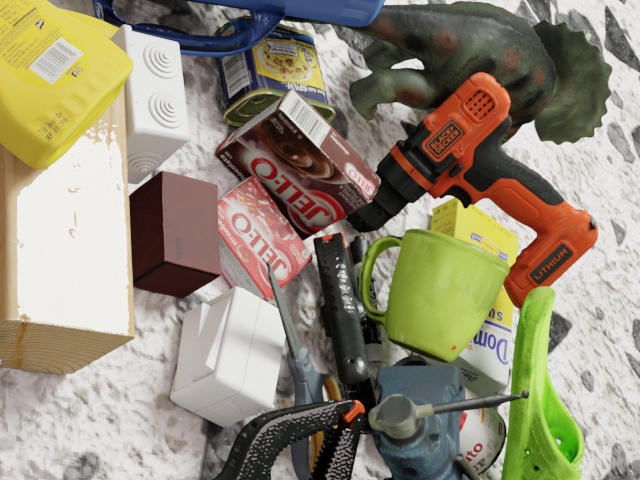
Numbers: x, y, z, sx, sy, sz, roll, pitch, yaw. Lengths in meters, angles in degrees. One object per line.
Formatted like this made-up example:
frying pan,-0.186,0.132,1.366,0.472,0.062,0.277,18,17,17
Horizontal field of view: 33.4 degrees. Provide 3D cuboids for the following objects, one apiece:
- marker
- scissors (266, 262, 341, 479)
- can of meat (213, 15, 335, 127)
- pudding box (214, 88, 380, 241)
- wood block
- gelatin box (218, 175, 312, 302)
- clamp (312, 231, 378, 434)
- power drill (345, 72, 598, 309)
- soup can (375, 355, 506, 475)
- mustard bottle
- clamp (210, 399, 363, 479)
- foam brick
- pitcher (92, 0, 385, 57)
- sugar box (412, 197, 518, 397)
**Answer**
marker,0.041,0.052,0.950,0.020,0.020,0.121,15,59,-39
scissors,-0.018,0.110,0.789,0.201,0.016,0.096,63,33,-51
can of meat,-0.043,-0.145,0.945,0.101,0.058,0.084,8,61,-42
pudding box,-0.019,-0.061,0.899,0.113,0.090,0.039,47,42,-15
wood block,-0.188,-0.025,0.715,0.090,0.091,0.206,13,61,-39
gelatin box,-0.056,0.001,0.874,0.089,0.030,0.073,55,43,-7
clamp,0.019,0.064,0.871,0.039,0.120,0.171,-12,67,-5
power drill,0.141,-0.028,0.963,0.187,0.184,0.057,44,15,-5
soup can,0.103,0.153,0.920,0.102,0.069,0.068,36,48,-26
mustard bottle,-0.215,-0.135,0.650,0.191,0.058,0.096,39,54,-6
clamp,-0.039,0.195,0.742,0.209,0.036,0.164,-37,100,-25
foam brick,-0.111,-0.004,0.808,0.052,0.051,0.078,16,58,-37
pitcher,-0.066,-0.237,0.859,0.242,0.149,0.145,10,45,-12
sugar box,0.143,0.052,1.030,0.093,0.048,0.176,32,48,-28
